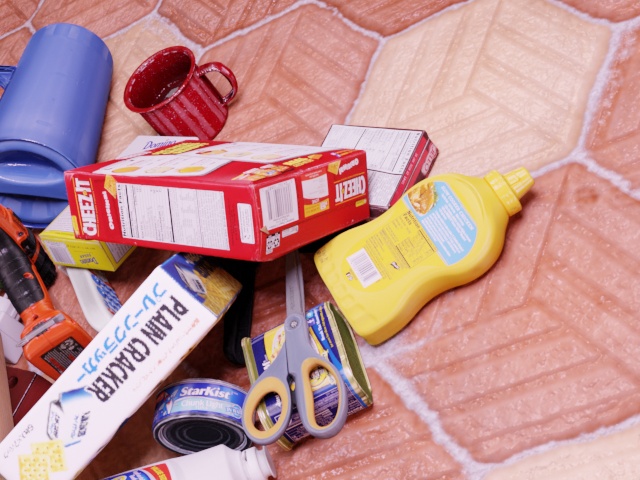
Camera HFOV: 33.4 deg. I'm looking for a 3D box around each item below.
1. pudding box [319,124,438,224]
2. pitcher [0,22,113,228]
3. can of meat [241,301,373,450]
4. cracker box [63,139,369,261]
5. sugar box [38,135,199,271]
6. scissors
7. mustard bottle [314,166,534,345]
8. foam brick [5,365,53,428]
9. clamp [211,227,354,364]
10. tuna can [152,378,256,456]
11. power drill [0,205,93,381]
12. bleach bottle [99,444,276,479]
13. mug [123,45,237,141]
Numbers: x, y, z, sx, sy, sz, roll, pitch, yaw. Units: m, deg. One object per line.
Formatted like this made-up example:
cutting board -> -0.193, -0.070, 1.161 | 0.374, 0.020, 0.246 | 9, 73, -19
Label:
pudding box -> 0.043, -0.062, 0.996 | 0.114, 0.039, 0.090 | 10, 62, 37
pitcher -> -0.321, -0.146, 1.230 | 0.145, 0.149, 0.242 | -8, 45, 12
can of meat -> -0.010, 0.109, 0.884 | 0.084, 0.057, 0.102 | -28, 46, 10
cracker box -> -0.089, -0.039, 0.937 | 0.214, 0.072, 0.163 | 6, 17, 35
sugar box -> -0.200, -0.042, 1.109 | 0.093, 0.048, 0.176 | 6, 41, 36
scissors -> -0.034, 0.085, 0.865 | 0.096, 0.016, 0.202 | -29, 46, 5
mustard bottle -> 0.095, -0.001, 0.896 | 0.192, 0.058, 0.096 | -34, 57, 6
foam brick -> -0.293, 0.168, 1.033 | 0.053, 0.051, 0.078 | 5, 59, 36
clamp -> -0.057, 0.001, 1.014 | 0.164, 0.036, 0.210 | -38, 46, 3
tuna can -> -0.096, 0.150, 0.889 | 0.086, 0.086, 0.033 | -16, 50, 24
power drill -> -0.284, 0.053, 1.061 | 0.057, 0.184, 0.188 | -36, 63, -5
bleach bottle -> -0.157, 0.222, 0.873 | 0.251, 0.068, 0.102 | -22, 11, 2
mug -> -0.144, -0.156, 1.166 | 0.117, 0.081, 0.093 | -24, 46, 17
